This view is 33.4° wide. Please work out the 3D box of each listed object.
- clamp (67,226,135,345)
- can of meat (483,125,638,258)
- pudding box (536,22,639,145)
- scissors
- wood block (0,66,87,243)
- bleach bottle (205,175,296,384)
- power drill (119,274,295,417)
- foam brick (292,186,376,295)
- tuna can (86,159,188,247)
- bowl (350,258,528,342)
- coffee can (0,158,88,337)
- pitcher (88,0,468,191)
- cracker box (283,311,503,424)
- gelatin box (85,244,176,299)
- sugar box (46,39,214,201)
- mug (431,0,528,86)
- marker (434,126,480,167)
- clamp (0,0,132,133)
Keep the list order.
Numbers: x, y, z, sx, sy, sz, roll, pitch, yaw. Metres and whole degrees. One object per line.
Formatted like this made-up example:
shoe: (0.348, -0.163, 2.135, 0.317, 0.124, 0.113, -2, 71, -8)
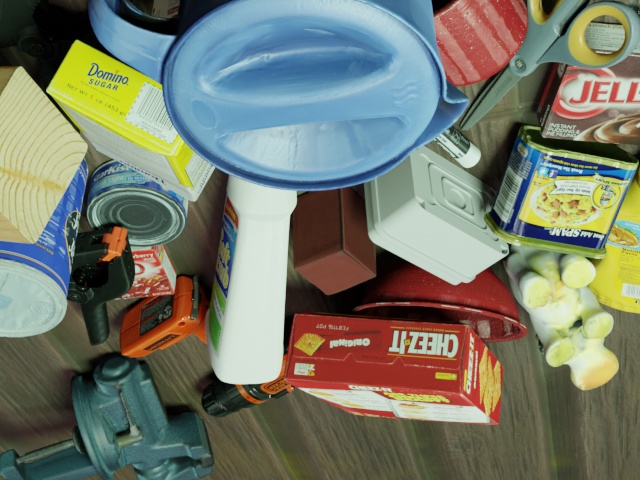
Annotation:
clamp: (-0.226, 0.035, 0.949, 0.120, 0.039, 0.172, 14, 141, -21)
can of meat: (0.194, -0.039, 0.856, 0.102, 0.057, 0.084, 9, 115, -15)
pudding box: (0.227, -0.114, 0.792, 0.113, 0.039, 0.090, 3, 143, -4)
scissors: (0.161, -0.121, 0.760, 0.016, 0.096, 0.202, -31, 155, -31)
wood block: (-0.287, -0.063, 0.767, 0.206, 0.090, 0.090, 5, 148, 29)
bleach bottle: (-0.056, 0.001, 0.900, 0.068, 0.102, 0.251, -1, 128, -12)
power drill: (-0.109, 0.114, 1.091, 0.187, 0.057, 0.185, 28, 132, -36)
foam brick: (0.012, -0.002, 0.913, 0.051, 0.078, 0.053, -23, 138, 26)
tuna can: (-0.156, -0.031, 0.911, 0.086, 0.033, 0.086, 0, 144, 0)
bowl: (0.111, 0.052, 0.980, 0.162, 0.055, 0.162, 7, 165, 2)
coffee can: (-0.246, -0.008, 0.852, 0.103, 0.140, 0.103, 0, 144, 0)
pitcher: (-0.017, -0.159, 0.562, 0.145, 0.243, 0.149, -18, 140, 23)
cracker box: (0.079, 0.125, 1.024, 0.164, 0.072, 0.213, 2, 164, 19)
gelatin box: (-0.186, 0.024, 0.988, 0.089, 0.030, 0.073, -5, 143, 7)
sugar box: (-0.126, -0.079, 0.753, 0.093, 0.048, 0.176, 28, 175, 1)
mug: (0.076, -0.157, 0.706, 0.117, 0.093, 0.081, 12, 162, 40)
marker: (0.085, -0.095, 0.837, 0.020, 0.020, 0.121, -27, 136, 32)
clamp: (-0.192, -0.141, 0.759, 0.210, 0.036, 0.164, -25, 137, 33)
